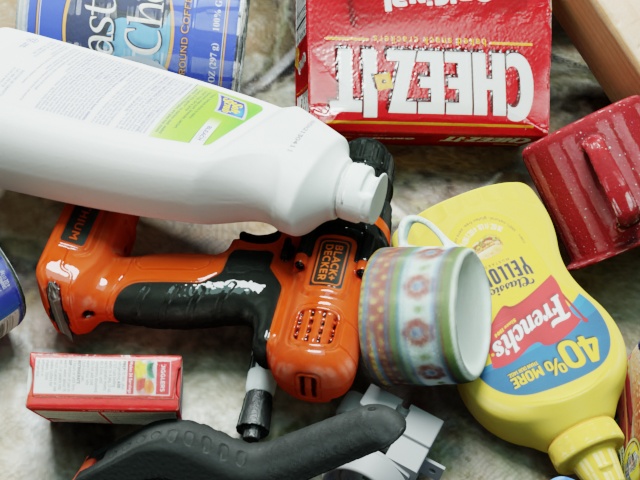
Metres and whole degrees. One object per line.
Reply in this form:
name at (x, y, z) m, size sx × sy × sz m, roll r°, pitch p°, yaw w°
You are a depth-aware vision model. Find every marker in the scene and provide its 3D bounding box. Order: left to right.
marker at (-0.030, 0.062, 0.617) m, size 0.020 × 0.020 × 0.121 m, roll 10°, pitch 52°, yaw -1°

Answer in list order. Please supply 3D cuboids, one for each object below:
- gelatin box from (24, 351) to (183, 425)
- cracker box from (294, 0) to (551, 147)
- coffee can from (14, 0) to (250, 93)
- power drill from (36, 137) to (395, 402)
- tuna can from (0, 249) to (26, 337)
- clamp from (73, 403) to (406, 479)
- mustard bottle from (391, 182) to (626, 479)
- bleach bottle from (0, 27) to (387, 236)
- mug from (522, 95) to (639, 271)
gelatin box at (-0.107, 0.077, 0.550) m, size 0.073 × 0.089 × 0.030 m, roll 2°, pitch 76°, yaw -5°
cracker box at (0.067, -0.173, 0.711) m, size 0.164 × 0.072 × 0.214 m, roll 0°, pitch 89°, yaw -7°
coffee can at (-0.120, -0.140, 0.708) m, size 0.140 × 0.103 × 0.103 m, roll 6°, pitch 52°, yaw -4°
power drill at (-0.054, 0.001, 0.617) m, size 0.188 × 0.057 × 0.184 m, roll 5°, pitch 47°, yaw 11°
tuna can at (-0.200, 0.019, 0.583) m, size 0.086 × 0.086 × 0.033 m, roll 38°, pitch 55°, yaw 20°
clamp at (-0.037, 0.118, 0.518) m, size 0.171 × 0.120 × 0.039 m, roll 12°, pitch 18°, yaw 4°
mustard bottle at (0.119, 0.059, 0.614) m, size 0.096 × 0.058 × 0.192 m, roll -20°, pitch 58°, yaw -8°
bleach bottle at (-0.089, -0.049, 0.588) m, size 0.251 × 0.068 × 0.102 m, roll 16°, pitch 45°, yaw 16°
mug at (0.174, -0.036, 0.647) m, size 0.093 × 0.117 × 0.081 m, roll -26°, pitch 88°, yaw 16°
